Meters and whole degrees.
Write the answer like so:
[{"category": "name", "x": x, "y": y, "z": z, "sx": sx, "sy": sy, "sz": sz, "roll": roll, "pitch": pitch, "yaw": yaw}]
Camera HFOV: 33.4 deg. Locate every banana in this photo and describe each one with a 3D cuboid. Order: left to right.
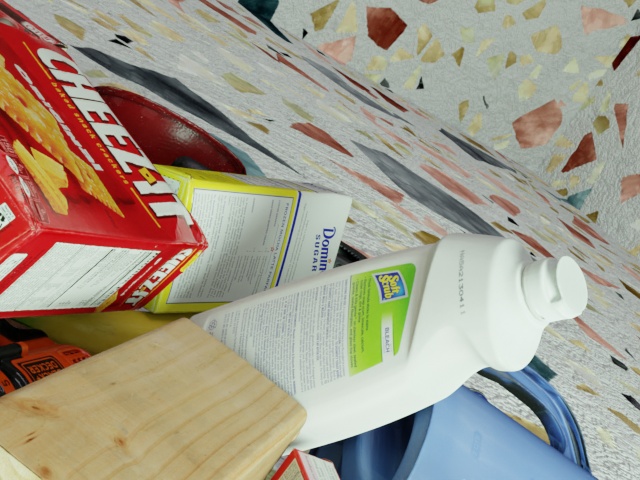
[{"category": "banana", "x": -0.118, "y": 0.057, "z": 0.716, "sx": 0.070, "sy": 0.037, "sz": 0.197, "roll": 43, "pitch": 17, "yaw": 28}]

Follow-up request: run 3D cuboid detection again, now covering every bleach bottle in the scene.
[{"category": "bleach bottle", "x": 0.027, "y": 0.061, "z": 0.582, "sx": 0.068, "sy": 0.251, "sz": 0.102, "roll": 21, "pitch": 60, "yaw": -44}]

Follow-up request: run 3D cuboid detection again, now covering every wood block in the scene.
[{"category": "wood block", "x": -0.091, "y": 0.112, "z": 0.487, "sx": 0.090, "sy": 0.091, "sz": 0.205, "roll": 36, "pitch": 14, "yaw": 10}]

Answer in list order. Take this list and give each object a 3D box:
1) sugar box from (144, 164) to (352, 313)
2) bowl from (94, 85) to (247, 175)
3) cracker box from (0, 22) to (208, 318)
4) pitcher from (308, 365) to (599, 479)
[{"category": "sugar box", "x": -0.055, "y": 0.001, "z": 0.753, "sx": 0.048, "sy": 0.093, "sz": 0.175, "roll": 22, "pitch": 11, "yaw": 34}, {"category": "bowl", "x": -0.150, "y": -0.074, "z": 0.968, "sx": 0.162, "sy": 0.055, "sz": 0.162, "roll": 26, "pitch": -13, "yaw": 6}, {"category": "cracker box", "x": -0.160, "y": -0.044, "z": 0.554, "sx": 0.164, "sy": 0.072, "sz": 0.213, "roll": 53, "pitch": 10, "yaw": 11}, {"category": "pitcher", "x": 0.118, "y": 0.170, "z": 0.656, "sx": 0.242, "sy": 0.149, "sz": 0.145, "roll": 32, "pitch": 14, "yaw": -19}]
